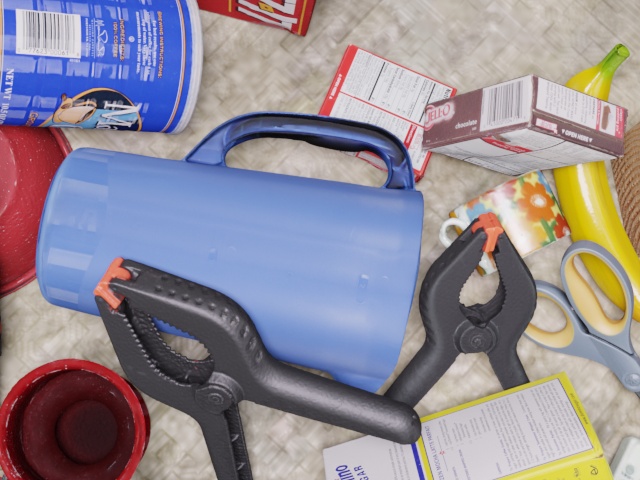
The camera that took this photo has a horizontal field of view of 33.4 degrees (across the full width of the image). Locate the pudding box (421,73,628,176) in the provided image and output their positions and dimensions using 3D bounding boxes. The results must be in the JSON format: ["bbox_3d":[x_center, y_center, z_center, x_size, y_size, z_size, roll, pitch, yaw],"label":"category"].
[{"bbox_3d":[0.138,-0.076,0.735,0.089,0.114,0.039,12,82,-31],"label":"pudding box"}]

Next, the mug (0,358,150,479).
[{"bbox_3d":[-0.168,0.125,0.697,0.117,0.081,0.093,-3,83,-2],"label":"mug"}]

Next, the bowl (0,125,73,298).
[{"bbox_3d":[-0.250,-0.039,0.734,0.162,0.055,0.162,1,80,-5],"label":"bowl"}]

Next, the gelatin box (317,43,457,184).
[{"bbox_3d":[0.046,-0.092,0.784,0.089,0.030,0.073,23,77,-2],"label":"gelatin box"}]

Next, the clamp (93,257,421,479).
[{"bbox_3d":[-0.050,0.086,0.662,0.165,0.036,0.210,-27,114,28],"label":"clamp"}]

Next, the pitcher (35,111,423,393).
[{"bbox_3d":[-0.055,0.001,0.712,0.243,0.145,0.149,11,39,-1],"label":"pitcher"}]

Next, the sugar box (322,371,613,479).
[{"bbox_3d":[0.092,0.151,0.696,0.176,0.093,0.048,-21,115,6],"label":"sugar box"}]

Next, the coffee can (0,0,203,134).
[{"bbox_3d":[-0.161,-0.125,0.712,0.140,0.103,0.103,0,79,-26],"label":"coffee can"}]

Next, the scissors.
[{"bbox_3d":[0.204,0.095,0.767,0.096,0.016,0.202,-15,107,28],"label":"scissors"}]

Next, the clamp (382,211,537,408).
[{"bbox_3d":[0.094,0.066,0.727,0.120,0.039,0.171,-7,111,-7],"label":"clamp"}]
